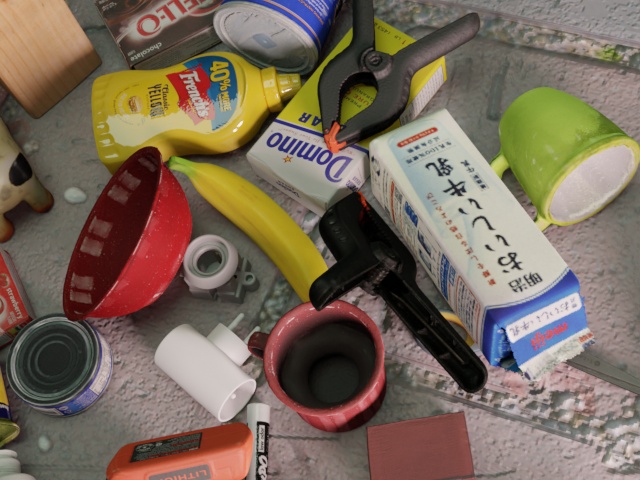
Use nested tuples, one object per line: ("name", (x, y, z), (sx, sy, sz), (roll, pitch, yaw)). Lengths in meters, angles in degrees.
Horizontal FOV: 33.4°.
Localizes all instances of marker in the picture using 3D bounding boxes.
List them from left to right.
("marker", (-0.051, 0.190, 0.846), (0.020, 0.020, 0.121), (-3, 66, 9))

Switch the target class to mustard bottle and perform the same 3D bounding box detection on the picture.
("mustard bottle", (-0.110, -0.123, 0.977), (0.191, 0.058, 0.096), (-11, 64, 5))

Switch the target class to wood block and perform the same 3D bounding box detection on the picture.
("wood block", (-0.292, -0.214, 0.971), (0.090, 0.206, 0.091), (-43, 66, -10))

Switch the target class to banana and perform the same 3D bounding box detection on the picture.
("banana", (-0.048, -0.006, 0.911), (0.198, 0.069, 0.037), (42, 123, 18))

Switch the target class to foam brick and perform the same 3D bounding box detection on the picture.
("foam brick", (0.077, 0.167, 0.813), (0.078, 0.053, 0.051), (-10, 65, 5))

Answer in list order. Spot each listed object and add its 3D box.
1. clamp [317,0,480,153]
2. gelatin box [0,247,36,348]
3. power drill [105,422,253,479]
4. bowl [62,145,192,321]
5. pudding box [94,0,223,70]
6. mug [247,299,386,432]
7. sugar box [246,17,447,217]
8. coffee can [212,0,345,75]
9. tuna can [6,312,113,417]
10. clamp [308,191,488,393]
("clamp", (0.043, -0.158, 0.921), (0.120, 0.039, 0.171), (36, 78, 21))
("gelatin box", (-0.301, 0.055, 0.949), (0.073, 0.030, 0.089), (-29, 64, -3))
("power drill", (-0.070, 0.230, 0.765), (0.184, 0.057, 0.187), (-10, 99, -4))
("bowl", (-0.156, 0.003, 0.904), (0.162, 0.055, 0.162), (-42, 33, 35))
("pudding box", (-0.149, -0.217, 1.037), (0.113, 0.039, 0.090), (-30, 65, -3))
("mug", (-0.003, 0.100, 0.842), (0.117, 0.081, 0.093), (14, 69, 16))
("sugar box", (0.025, -0.111, 0.953), (0.093, 0.048, 0.176), (33, 75, 22))
("coffee can", (-0.025, -0.239, 0.988), (0.103, 0.103, 0.140), (18, 70, 18))
("tuna can", (-0.222, 0.105, 0.909), (0.086, 0.033, 0.086), (-4, 65, 9))
("clamp", (0.053, 0.030, 0.846), (0.036, 0.164, 0.210), (-49, 22, 19))
